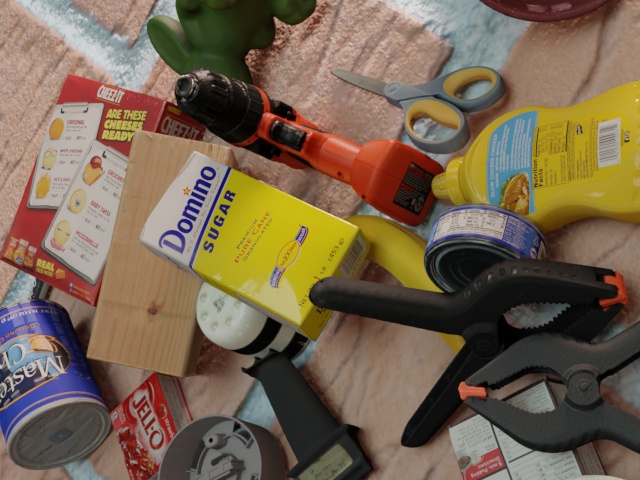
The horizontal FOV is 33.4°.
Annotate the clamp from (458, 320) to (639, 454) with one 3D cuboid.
[{"bbox_3d":[0.179,0.107,0.694,0.171,0.039,0.120,-13,63,14],"label":"clamp"}]

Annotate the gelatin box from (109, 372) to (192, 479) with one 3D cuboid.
[{"bbox_3d":[-0.156,0.179,1.002,0.073,0.030,0.089,-43,53,23],"label":"gelatin box"}]

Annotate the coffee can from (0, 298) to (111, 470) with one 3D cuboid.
[{"bbox_3d":[-0.281,0.144,1.074,0.103,0.102,0.140,-48,51,19],"label":"coffee can"}]

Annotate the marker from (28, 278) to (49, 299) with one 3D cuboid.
[{"bbox_3d":[-0.314,0.062,1.185,0.020,0.020,0.121,20,90,43],"label":"marker"}]

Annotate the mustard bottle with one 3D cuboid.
[{"bbox_3d":[0.164,-0.052,0.774,0.192,0.058,0.096,-8,71,39],"label":"mustard bottle"}]

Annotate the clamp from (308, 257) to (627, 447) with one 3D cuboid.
[{"bbox_3d":[0.115,0.072,0.759,0.210,0.164,0.036,-14,32,17],"label":"clamp"}]

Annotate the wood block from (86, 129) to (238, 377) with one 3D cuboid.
[{"bbox_3d":[-0.141,0.014,0.974,0.091,0.090,0.206,11,84,1],"label":"wood block"}]

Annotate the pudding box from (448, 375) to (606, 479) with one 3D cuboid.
[{"bbox_3d":[0.146,0.163,0.736,0.090,0.039,0.113,-33,60,27],"label":"pudding box"}]

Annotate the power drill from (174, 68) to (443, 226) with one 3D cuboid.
[{"bbox_3d":[-0.007,-0.079,0.862,0.188,0.184,0.057,27,95,33],"label":"power drill"}]

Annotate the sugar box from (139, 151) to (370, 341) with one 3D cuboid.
[{"bbox_3d":[-0.056,0.001,0.868,0.176,0.048,0.093,26,77,26],"label":"sugar box"}]

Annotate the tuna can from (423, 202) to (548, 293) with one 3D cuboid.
[{"bbox_3d":[0.119,0.013,0.771,0.086,0.086,0.033,-11,46,39],"label":"tuna can"}]

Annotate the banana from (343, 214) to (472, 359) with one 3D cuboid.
[{"bbox_3d":[0.064,0.025,0.857,0.198,0.037,0.070,30,114,44],"label":"banana"}]

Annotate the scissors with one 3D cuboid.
[{"bbox_3d":[0.082,-0.132,0.895,0.096,0.016,0.202,-36,37,1],"label":"scissors"}]

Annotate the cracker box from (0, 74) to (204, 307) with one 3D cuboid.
[{"bbox_3d":[-0.226,-0.049,1.104,0.164,0.072,0.214,19,89,38],"label":"cracker box"}]
